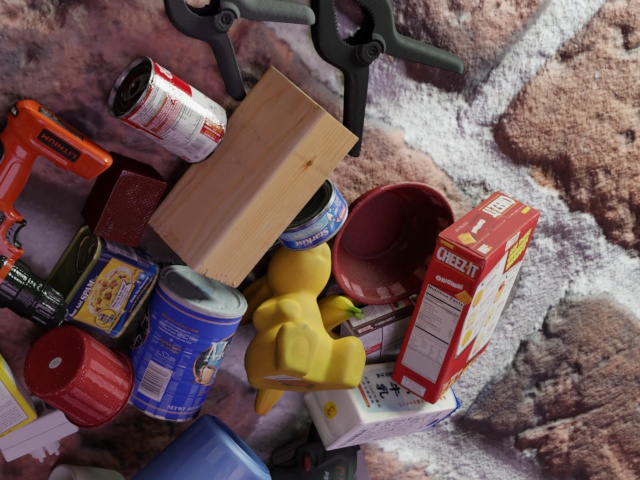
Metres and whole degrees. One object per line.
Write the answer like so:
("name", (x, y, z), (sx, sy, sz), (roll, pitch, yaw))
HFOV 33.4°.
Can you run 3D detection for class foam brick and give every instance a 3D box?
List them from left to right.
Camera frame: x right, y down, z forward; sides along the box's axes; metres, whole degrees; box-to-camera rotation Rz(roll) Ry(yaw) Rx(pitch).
("foam brick", (-0.202, -0.042, 1.091), (0.052, 0.051, 0.078), (19, 106, -34))

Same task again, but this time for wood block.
("wood block", (-0.070, -0.063, 1.107), (0.206, 0.090, 0.090), (-50, 152, 6))

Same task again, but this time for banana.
("banana", (-0.021, 0.126, 1.270), (0.037, 0.069, 0.198), (32, 117, -18))

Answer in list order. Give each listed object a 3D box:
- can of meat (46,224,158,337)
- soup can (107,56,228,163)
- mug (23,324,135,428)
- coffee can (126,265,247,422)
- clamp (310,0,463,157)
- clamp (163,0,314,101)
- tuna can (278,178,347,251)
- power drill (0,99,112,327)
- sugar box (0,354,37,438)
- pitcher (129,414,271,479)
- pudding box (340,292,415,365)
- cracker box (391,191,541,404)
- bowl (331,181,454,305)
("can of meat", (-0.231, 0.046, 1.123), (0.083, 0.057, 0.102), (27, 103, -38))
("soup can", (-0.150, -0.127, 1.059), (0.102, 0.069, 0.068), (31, 100, -37))
("mug", (-0.262, 0.134, 1.120), (0.093, 0.117, 0.081), (-52, 144, -9))
("coffee can", (-0.154, 0.113, 1.172), (0.102, 0.103, 0.140), (13, 110, -33))
("clamp", (0.044, -0.197, 1.140), (0.164, 0.036, 0.209), (-45, 126, 1))
("clamp", (-0.087, -0.228, 1.052), (0.120, 0.039, 0.171), (-44, 130, 1))
("tuna can", (-0.015, -0.031, 1.174), (0.086, 0.086, 0.033), (-37, 126, -4))
("power drill", (-0.285, -0.026, 1.031), (0.184, 0.057, 0.188), (36, 94, -21))
("sugar box", (-0.368, 0.131, 1.068), (0.093, 0.048, 0.176), (-29, 123, -9))
("pitcher", (-0.170, 0.310, 1.154), (0.243, 0.149, 0.145), (-45, 142, -5))
("pudding box", (0.071, 0.121, 1.317), (0.090, 0.039, 0.113), (-21, 146, -17))
("cracker box", (0.171, 0.066, 1.274), (0.163, 0.072, 0.214), (-33, 145, -51))
("bowl", (0.075, -0.006, 1.254), (0.161, 0.055, 0.162), (-13, 122, -21))
